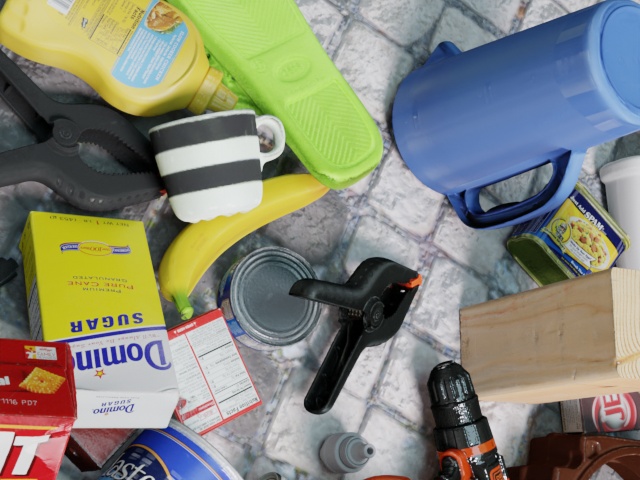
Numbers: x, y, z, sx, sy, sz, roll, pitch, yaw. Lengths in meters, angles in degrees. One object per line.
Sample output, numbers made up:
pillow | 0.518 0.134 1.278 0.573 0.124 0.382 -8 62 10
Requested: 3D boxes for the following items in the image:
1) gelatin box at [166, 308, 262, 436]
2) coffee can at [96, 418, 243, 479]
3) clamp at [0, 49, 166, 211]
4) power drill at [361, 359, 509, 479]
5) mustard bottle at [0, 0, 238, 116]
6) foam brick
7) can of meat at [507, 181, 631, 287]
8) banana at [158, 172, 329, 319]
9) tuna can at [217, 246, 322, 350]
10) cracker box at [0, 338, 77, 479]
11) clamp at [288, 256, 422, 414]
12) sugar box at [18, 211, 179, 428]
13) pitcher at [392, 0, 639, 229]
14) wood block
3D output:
gelatin box | -0.099 0.109 0.862 0.073 0.030 0.089 -24 90 -32
coffee can | -0.131 0.213 0.777 0.103 0.103 0.140 49 61 -9
clamp | -0.212 -0.068 0.831 0.209 0.036 0.164 25 53 -24
power drill | 0.098 0.205 0.886 0.187 0.057 0.184 -13 87 -56
mustard bottle | -0.153 -0.154 0.853 0.191 0.058 0.096 29 65 -11
foam brick | -0.180 0.127 0.801 0.078 0.053 0.051 49 61 -9
can of meat | 0.244 0.004 1.054 0.102 0.058 0.083 46 64 -10
banana | -0.073 -0.005 0.888 0.070 0.037 0.197 29 53 21
tuna can | -0.043 0.050 0.903 0.086 0.034 0.086 7 75 -26
cracker box | -0.257 0.155 0.665 0.164 0.214 0.072 6 39 -27
clamp | 0.030 0.055 0.911 0.171 0.039 0.120 -44 137 -43
sugar box | -0.164 0.055 0.782 0.093 0.048 0.176 4 40 -26
pitcher | 0.188 -0.115 0.946 0.149 0.243 0.144 46 60 -19
wood block | 0.218 0.089 0.932 0.090 0.206 0.090 7 75 -27
